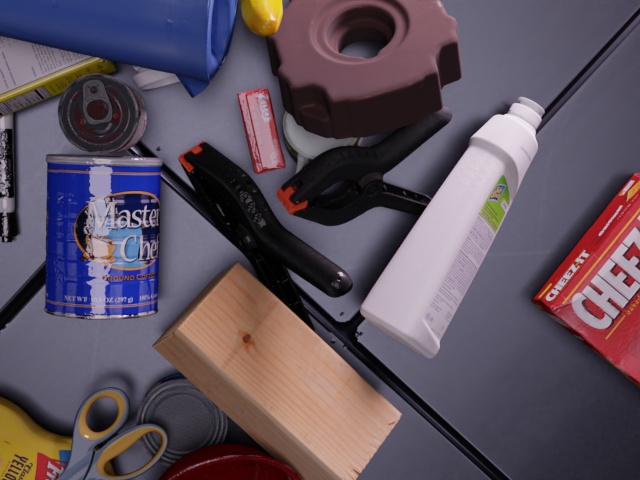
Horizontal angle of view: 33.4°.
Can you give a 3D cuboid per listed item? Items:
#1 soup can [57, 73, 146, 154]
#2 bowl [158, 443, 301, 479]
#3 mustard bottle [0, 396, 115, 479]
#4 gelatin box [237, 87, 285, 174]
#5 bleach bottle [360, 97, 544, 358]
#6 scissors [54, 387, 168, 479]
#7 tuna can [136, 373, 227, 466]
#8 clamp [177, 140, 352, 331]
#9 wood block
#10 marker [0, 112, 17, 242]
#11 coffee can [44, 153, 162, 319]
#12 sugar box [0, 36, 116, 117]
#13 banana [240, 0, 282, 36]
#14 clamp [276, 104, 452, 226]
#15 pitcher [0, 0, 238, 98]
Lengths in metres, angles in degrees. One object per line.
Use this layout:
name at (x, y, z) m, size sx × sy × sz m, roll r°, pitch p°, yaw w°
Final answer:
soup can at (-0.192, -0.111, 0.951) m, size 0.068 × 0.102 × 0.068 m, roll 0°, pitch 95°, yaw -4°
bowl at (-0.095, 0.242, 0.993) m, size 0.162 × 0.055 × 0.162 m, roll -9°, pitch 126°, yaw -13°
mustard bottle at (-0.252, 0.226, 0.999) m, size 0.191 × 0.058 × 0.096 m, roll 28°, pitch 87°, yaw -6°
gelatin box at (-0.053, -0.099, 0.968) m, size 0.030 × 0.089 × 0.073 m, roll -13°, pitch 96°, yaw -3°
bleach bottle at (0.134, -0.018, 0.994) m, size 0.068 × 0.102 × 0.251 m, roll 30°, pitch 85°, yaw 27°
scissors at (-0.237, 0.204, 0.965) m, size 0.201 × 0.016 × 0.096 m, roll -23°, pitch 85°, yaw -14°
tuna can at (-0.131, 0.170, 1.014) m, size 0.086 × 0.034 × 0.086 m, roll 0°, pitch 95°, yaw -4°
clamp at (-0.056, 0.001, 0.976) m, size 0.036 × 0.165 × 0.210 m, roll -35°, pitch 74°, yaw -24°
wood block at (-0.040, 0.128, 0.975) m, size 0.206 × 0.090 × 0.090 m, roll 44°, pitch 64°, yaw -6°
marker at (-0.293, -0.058, 0.990) m, size 0.020 × 0.020 × 0.121 m, roll -1°, pitch 95°, yaw -4°
coffee can at (-0.195, -0.006, 0.960) m, size 0.102 × 0.103 × 0.140 m, roll 2°, pitch 95°, yaw -4°
sugar box at (-0.284, -0.165, 0.962) m, size 0.176 × 0.048 × 0.093 m, roll -22°, pitch 81°, yaw 1°
banana at (-0.041, -0.241, 0.943) m, size 0.037 × 0.070 × 0.197 m, roll 27°, pitch 55°, yaw -18°
clamp at (0.046, -0.064, 0.956) m, size 0.171 × 0.039 × 0.120 m, roll -11°, pitch 125°, yaw -29°
pitcher at (-0.189, -0.224, 0.879) m, size 0.243 × 0.145 × 0.149 m, roll 10°, pitch 72°, yaw 3°
